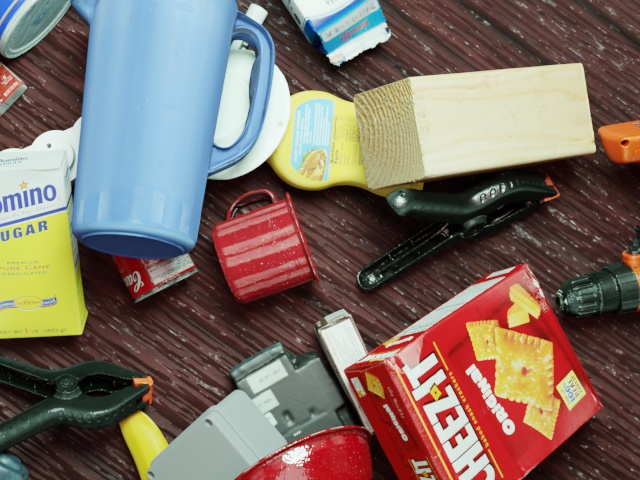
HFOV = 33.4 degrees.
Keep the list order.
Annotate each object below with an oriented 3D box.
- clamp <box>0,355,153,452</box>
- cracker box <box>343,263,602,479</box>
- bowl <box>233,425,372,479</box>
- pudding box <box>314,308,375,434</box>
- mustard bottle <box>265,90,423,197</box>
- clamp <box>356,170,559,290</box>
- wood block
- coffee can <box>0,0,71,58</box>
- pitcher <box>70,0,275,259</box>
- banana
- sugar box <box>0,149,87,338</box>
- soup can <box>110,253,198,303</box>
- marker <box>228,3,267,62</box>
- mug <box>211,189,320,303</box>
[{"bbox_3d":[-0.249,0.142,1.013,0.171,0.039,0.120,-6,45,-25],"label":"clamp"},{"bbox_3d":[0.148,0.139,0.994,0.213,0.072,0.164,-29,92,-36],"label":"cracker box"},{"bbox_3d":[-0.013,0.233,0.951,0.162,0.162,0.055,-29,61,-4],"label":"bowl"},{"bbox_3d":[0.034,0.125,1.023,0.039,0.090,0.113,-27,91,-3],"label":"pudding box"},{"bbox_3d":[0.006,-0.095,1.039,0.191,0.058,0.096,5,88,-4],"label":"mustard bottle"},{"bbox_3d":[0.135,-0.027,1.014,0.209,0.164,0.036,-21,67,-12],"label":"clamp"},{"bbox_3d":[0.145,-0.107,0.991,0.205,0.091,0.090,-10,91,-32],"label":"wood block"},{"bbox_3d":[-0.312,-0.255,0.996,0.140,0.103,0.103,42,87,-3],"label":"coffee can"},{"bbox_3d":[-0.141,-0.110,0.952,0.149,0.144,0.243,-3,74,30],"label":"pitcher"},{"bbox_3d":[-0.164,0.257,1.035,0.069,0.037,0.198,1,89,-4],"label":"banana"},{"bbox_3d":[-0.273,0.006,0.989,0.093,0.048,0.176,-3,119,-4],"label":"sugar box"},{"bbox_3d":[-0.170,0.000,1.021,0.068,0.068,0.102,-27,91,-4],"label":"soup can"},{"bbox_3d":[-0.089,-0.176,1.053,0.020,0.020,0.121,28,88,-3],"label":"marker"},{"bbox_3d":[-0.057,0.001,1.026,0.081,0.093,0.117,-19,60,1],"label":"mug"}]
